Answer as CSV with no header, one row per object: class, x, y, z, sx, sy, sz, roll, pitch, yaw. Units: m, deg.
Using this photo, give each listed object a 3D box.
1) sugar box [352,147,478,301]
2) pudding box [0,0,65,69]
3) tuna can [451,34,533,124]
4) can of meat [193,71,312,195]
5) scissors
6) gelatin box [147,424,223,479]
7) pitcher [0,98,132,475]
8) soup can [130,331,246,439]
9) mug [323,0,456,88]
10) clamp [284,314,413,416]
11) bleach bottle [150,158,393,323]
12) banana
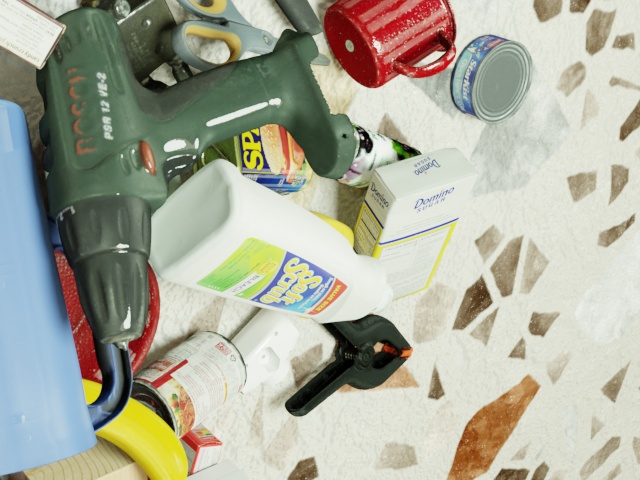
sugar box,0.078,-0.008,1.006,0.093,0.048,0.176,-17,145,-26
pudding box,-0.231,-0.159,0.681,0.113,0.090,0.039,26,94,-45
tuna can,0.171,-0.161,1.068,0.085,0.034,0.086,-19,123,-33
can of meat,-0.057,-0.086,0.874,0.083,0.058,0.102,-1,81,-43
scissors,-0.059,-0.179,0.865,0.201,0.016,0.096,-23,93,-57
gelatin box,-0.128,0.205,0.970,0.030,0.073,0.089,2,110,-41
pitcher,-0.223,0.032,0.709,0.145,0.149,0.243,-9,89,7
soup can,-0.119,0.129,0.923,0.102,0.069,0.068,-34,133,-50
mug,0.064,-0.177,0.914,0.081,0.117,0.093,-35,149,-17
clamp,0.028,0.124,1.082,0.171,0.039,0.120,16,96,-46
bleach bottle,-0.019,0.016,0.876,0.103,0.068,0.250,-38,144,26
banana,-0.169,0.146,0.827,0.037,0.069,0.197,-32,123,34
